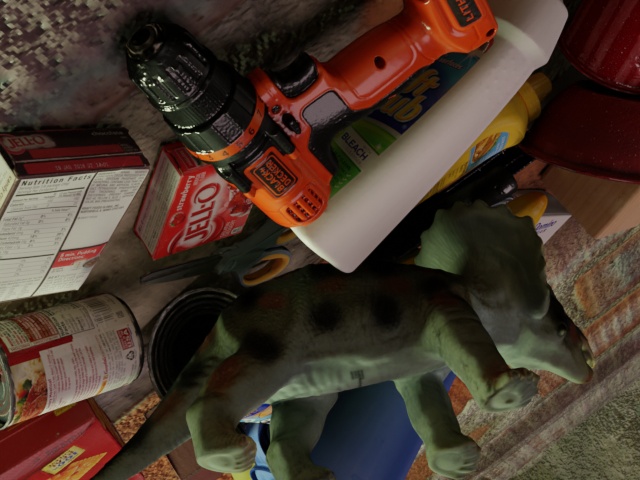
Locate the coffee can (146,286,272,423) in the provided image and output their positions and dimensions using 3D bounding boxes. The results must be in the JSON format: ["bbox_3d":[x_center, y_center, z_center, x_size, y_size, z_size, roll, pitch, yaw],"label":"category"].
[{"bbox_3d":[-0.061,0.098,0.872,0.103,0.103,0.140,-42,156,12],"label":"coffee can"}]

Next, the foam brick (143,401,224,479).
[{"bbox_3d":[-0.115,0.180,0.982,0.051,0.078,0.053,-37,157,4],"label":"foam brick"}]

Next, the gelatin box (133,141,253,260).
[{"bbox_3d":[-0.076,-0.031,0.699,0.073,0.030,0.089,-18,151,-36],"label":"gelatin box"}]

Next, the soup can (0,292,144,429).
[{"bbox_3d":[-0.178,0.078,0.715,0.102,0.068,0.069,-16,149,-42],"label":"soup can"}]

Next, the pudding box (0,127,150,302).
[{"bbox_3d":[-0.160,-0.013,0.606,0.089,0.039,0.114,-8,142,-47],"label":"pudding box"}]

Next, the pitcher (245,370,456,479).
[{"bbox_3d":[0.041,0.158,1.030,0.242,0.145,0.149,-56,161,-24],"label":"pitcher"}]

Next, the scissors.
[{"bbox_3d":[-0.055,0.001,0.776,0.096,0.016,0.201,-47,164,9],"label":"scissors"}]

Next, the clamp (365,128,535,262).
[{"bbox_3d":[0.097,-0.021,0.900,0.210,0.036,0.164,-34,-179,21],"label":"clamp"}]

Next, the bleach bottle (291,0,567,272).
[{"bbox_3d":[0.071,-0.099,0.714,0.251,0.103,0.068,-47,136,7],"label":"bleach bottle"}]

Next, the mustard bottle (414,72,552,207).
[{"bbox_3d":[0.099,-0.074,0.825,0.191,0.058,0.096,-33,170,-10],"label":"mustard bottle"}]

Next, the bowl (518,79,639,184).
[{"bbox_3d":[0.240,-0.091,0.840,0.161,0.162,0.055,-13,117,-44],"label":"bowl"}]

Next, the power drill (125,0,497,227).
[{"bbox_3d":[0.000,-0.108,0.610,0.188,0.057,0.184,-40,143,5],"label":"power drill"}]

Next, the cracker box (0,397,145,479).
[{"bbox_3d":[-0.236,0.185,0.830,0.164,0.072,0.214,-31,157,-12],"label":"cracker box"}]
